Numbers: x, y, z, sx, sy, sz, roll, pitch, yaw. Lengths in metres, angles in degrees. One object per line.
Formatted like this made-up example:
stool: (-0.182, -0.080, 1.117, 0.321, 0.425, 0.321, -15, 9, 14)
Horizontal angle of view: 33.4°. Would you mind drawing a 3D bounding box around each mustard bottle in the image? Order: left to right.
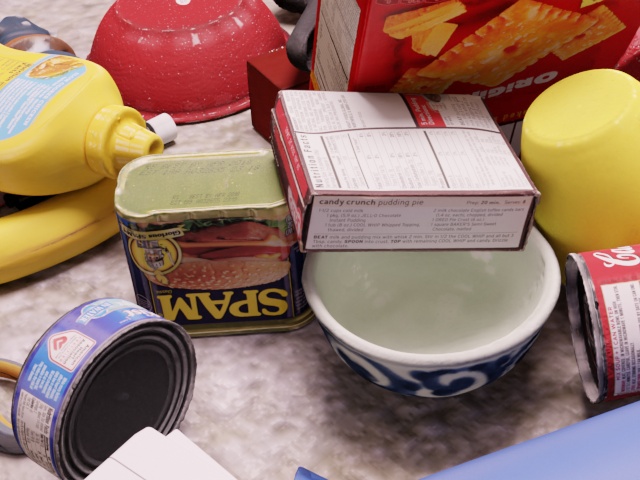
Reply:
mustard bottle: (-0.173, -0.071, 0.625, 0.192, 0.058, 0.096, 15, 49, 26)

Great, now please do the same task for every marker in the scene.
marker: (-0.147, -0.050, 0.685, 0.121, 0.020, 0.020, -30, 46, -26)

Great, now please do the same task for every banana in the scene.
banana: (-0.167, -0.010, 0.628, 0.197, 0.037, 0.070, -31, 41, -28)

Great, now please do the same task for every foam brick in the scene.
foam brick: (-0.002, -0.098, 0.701, 0.078, 0.053, 0.051, -24, 43, -21)

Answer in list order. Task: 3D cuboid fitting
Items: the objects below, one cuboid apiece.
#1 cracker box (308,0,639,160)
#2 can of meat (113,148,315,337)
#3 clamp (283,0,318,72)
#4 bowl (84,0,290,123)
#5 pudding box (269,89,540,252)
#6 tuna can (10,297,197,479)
cracker box: (0.083, -0.111, 0.582, 0.164, 0.214, 0.072, -13, 65, -10)
can of meat: (-0.054, 0.001, 0.564, 0.102, 0.084, 0.057, -3, 40, 1)
clamp: (0.029, -0.161, 0.704, 0.120, 0.039, 0.171, -3, 37, -8)
bowl: (-0.098, -0.151, 0.773, 0.162, 0.055, 0.162, -3, 40, 2)
pudding box: (0.037, -0.034, 0.516, 0.113, 0.039, 0.090, -2, 40, -12)
tuna can: (-0.097, 0.070, 0.485, 0.034, 0.086, 0.086, 23, 47, 31)
